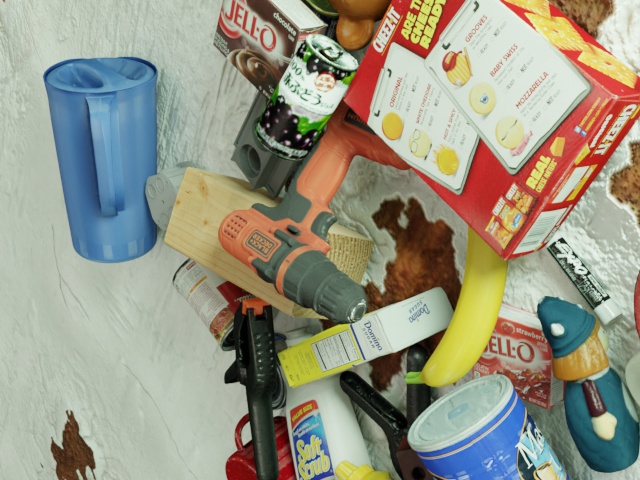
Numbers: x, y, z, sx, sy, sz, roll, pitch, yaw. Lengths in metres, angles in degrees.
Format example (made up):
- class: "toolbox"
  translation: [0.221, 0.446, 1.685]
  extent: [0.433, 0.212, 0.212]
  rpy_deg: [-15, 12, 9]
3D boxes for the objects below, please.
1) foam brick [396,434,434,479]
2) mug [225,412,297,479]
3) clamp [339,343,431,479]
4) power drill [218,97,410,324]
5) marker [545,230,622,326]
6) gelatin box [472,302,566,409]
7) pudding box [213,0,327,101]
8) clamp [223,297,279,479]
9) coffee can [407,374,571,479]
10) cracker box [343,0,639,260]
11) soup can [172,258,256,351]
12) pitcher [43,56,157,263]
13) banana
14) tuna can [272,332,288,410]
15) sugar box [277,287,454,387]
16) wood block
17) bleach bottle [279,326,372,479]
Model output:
- class: "foam brick"
  translation: [0.118, 0.209, 1.014]
  extent: [0.078, 0.051, 0.053]
  rpy_deg: [-17, 94, 16]
- class: "mug"
  translation: [-0.061, 0.253, 1.236]
  extent: [0.093, 0.081, 0.117]
  rpy_deg: [-12, 106, 51]
- class: "clamp"
  translation: [0.085, 0.192, 1.083]
  extent: [0.120, 0.039, 0.171]
  rpy_deg: [-16, 93, 50]
- class: "power drill"
  translation: [0.013, -0.030, 0.972]
  extent: [0.185, 0.187, 0.057]
  rpy_deg: [32, 171, 38]
- class: "marker"
  translation: [0.205, 0.017, 0.882]
  extent: [0.121, 0.020, 0.020]
  rpy_deg: [56, 140, 19]
- class: "gelatin box"
  translation: [0.174, 0.100, 0.945]
  extent: [0.089, 0.030, 0.073]
  rpy_deg: [18, 119, 45]
- class: "pudding box"
  translation: [-0.049, -0.192, 0.993]
  extent: [0.114, 0.039, 0.090]
  rpy_deg: [45, 139, 27]
- class: "clamp"
  translation: [-0.069, 0.148, 1.138]
  extent: [0.210, 0.036, 0.165]
  rpy_deg: [100, 155, -46]
- class: "coffee can"
  translation: [0.155, 0.203, 0.926]
  extent: [0.103, 0.102, 0.140]
  rpy_deg: [-23, 103, 52]
- class: "cracker box"
  translation: [0.136, -0.117, 0.859]
  extent: [0.214, 0.071, 0.164]
  rpy_deg: [48, 129, 27]
- class: "soup can"
  translation: [-0.115, 0.068, 1.223]
  extent: [0.102, 0.068, 0.069]
  rpy_deg: [49, 137, 22]
- class: "pitcher"
  translation: [-0.260, -0.093, 1.304]
  extent: [0.145, 0.149, 0.243]
  rpy_deg: [19, 123, 30]
- class: "banana"
  translation: [0.127, 0.052, 0.933]
  extent: [0.070, 0.037, 0.198]
  rpy_deg: [29, 105, 36]
- class: "tuna can"
  translation: [-0.055, 0.153, 1.240]
  extent: [0.086, 0.033, 0.086]
  rpy_deg: [24, 122, 43]
- class: "sugar box"
  translation: [0.043, 0.097, 1.052]
  extent: [0.177, 0.093, 0.048]
  rpy_deg: [-32, 80, 50]
- class: "wood block"
  translation: [-0.058, 0.002, 1.110]
  extent: [0.206, 0.090, 0.090]
  rpy_deg: [26, 101, 39]
- class: "bleach bottle"
  translation: [0.003, 0.219, 1.178]
  extent: [0.103, 0.067, 0.251]
  rpy_deg: [-15, 91, 50]
